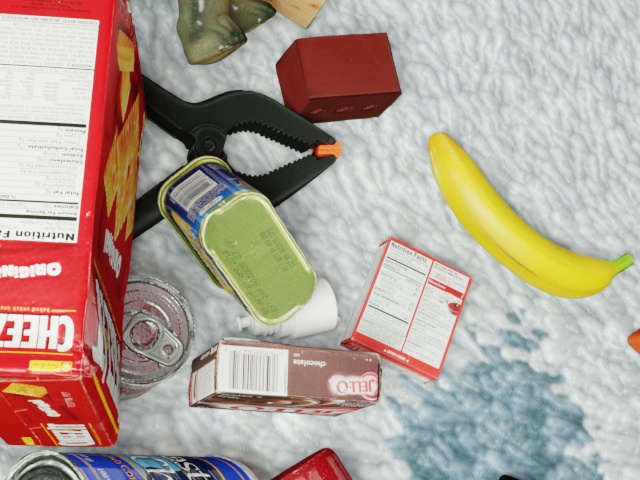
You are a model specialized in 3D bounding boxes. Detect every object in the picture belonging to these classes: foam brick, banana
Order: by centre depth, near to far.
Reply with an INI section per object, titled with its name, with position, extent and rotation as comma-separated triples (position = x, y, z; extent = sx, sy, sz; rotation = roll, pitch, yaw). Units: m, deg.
[foam brick]
position = 0.013, -0.123, 0.813
extent = 0.078, 0.053, 0.051
rotation = -8, 79, -20
[banana]
position = 0.157, -0.008, 0.843
extent = 0.197, 0.037, 0.069
rotation = 33, 51, -9

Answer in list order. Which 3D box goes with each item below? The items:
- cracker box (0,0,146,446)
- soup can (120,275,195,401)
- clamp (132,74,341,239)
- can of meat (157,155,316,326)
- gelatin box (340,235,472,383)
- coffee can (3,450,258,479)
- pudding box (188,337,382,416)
[cracker box]
position = -0.137, -0.011, 0.567
extent = 0.072, 0.164, 0.213
rotation = 2, 69, -4
[soup can]
position = -0.124, 0.066, 0.691
extent = 0.068, 0.102, 0.068
rotation = 5, 75, -18
[clamp]
position = -0.090, -0.073, 0.773
extent = 0.209, 0.036, 0.164
rotation = -8, 83, -18
[can of meat]
position = -0.055, 0.001, 0.719
extent = 0.057, 0.084, 0.102
rotation = -38, 119, -9
[gelatin box]
position = 0.065, 0.052, 0.798
extent = 0.073, 0.030, 0.089
rotation = 25, 70, -10
[coffee can]
position = -0.111, 0.178, 0.635
extent = 0.140, 0.103, 0.103
rotation = 15, 68, -49
[pudding box]
position = -0.026, 0.096, 0.724
extent = 0.113, 0.090, 0.039
rotation = 9, 72, -16
